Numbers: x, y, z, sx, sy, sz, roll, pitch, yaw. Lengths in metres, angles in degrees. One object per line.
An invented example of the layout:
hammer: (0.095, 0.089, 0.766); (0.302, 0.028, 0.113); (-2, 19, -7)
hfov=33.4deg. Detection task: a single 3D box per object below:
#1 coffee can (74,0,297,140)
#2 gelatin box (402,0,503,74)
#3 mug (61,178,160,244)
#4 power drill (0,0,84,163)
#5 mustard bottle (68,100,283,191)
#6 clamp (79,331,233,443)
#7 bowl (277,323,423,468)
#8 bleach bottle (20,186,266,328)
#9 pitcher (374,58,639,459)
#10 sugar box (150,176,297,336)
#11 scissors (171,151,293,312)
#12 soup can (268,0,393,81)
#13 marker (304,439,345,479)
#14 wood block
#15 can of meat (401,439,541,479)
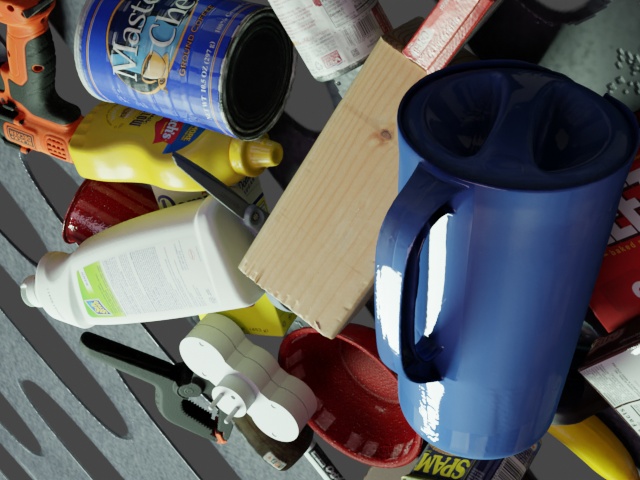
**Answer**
coffee can: (-0.103, -0.143, 0.825); (0.140, 0.102, 0.103); (18, 135, 26)
gelatin box: (0.096, -0.152, 0.665); (0.030, 0.089, 0.073); (41, 141, 2)
mug: (-0.185, -0.016, 1.028); (0.081, 0.093, 0.117); (29, 170, 8)
power drill: (-0.296, -0.170, 0.995); (0.185, 0.057, 0.188); (20, 139, 19)
mustard bottle: (-0.113, -0.081, 0.893); (0.192, 0.096, 0.058); (10, 131, 33)
clamp: (-0.151, 0.146, 1.135); (0.164, 0.036, 0.210); (-11, 131, 4)
bowl: (0.039, 0.132, 0.989); (0.162, 0.055, 0.162); (25, 137, 26)
bleach bottle: (-0.169, 0.023, 0.944); (0.251, 0.068, 0.102); (-9, 110, 30)
pitcher: (0.100, 0.026, 0.656); (0.149, 0.145, 0.243); (-1, 129, -2)
sugar box: (-0.087, 0.005, 0.977); (0.093, 0.048, 0.176); (0, 125, 28)
scissors: (-0.056, 0.001, 0.865); (0.016, 0.096, 0.201); (9, 174, 43)
soup can: (0.001, -0.171, 0.743); (0.069, 0.068, 0.102); (-11, 118, 44)
marker: (0.014, 0.257, 1.156); (0.020, 0.020, 0.121); (-21, 111, 47)
wood block: (0.039, -0.042, 0.758); (0.091, 0.090, 0.206); (38, 120, 7)
can of meat: (0.131, 0.190, 0.913); (0.057, 0.084, 0.102); (44, 157, -19)
